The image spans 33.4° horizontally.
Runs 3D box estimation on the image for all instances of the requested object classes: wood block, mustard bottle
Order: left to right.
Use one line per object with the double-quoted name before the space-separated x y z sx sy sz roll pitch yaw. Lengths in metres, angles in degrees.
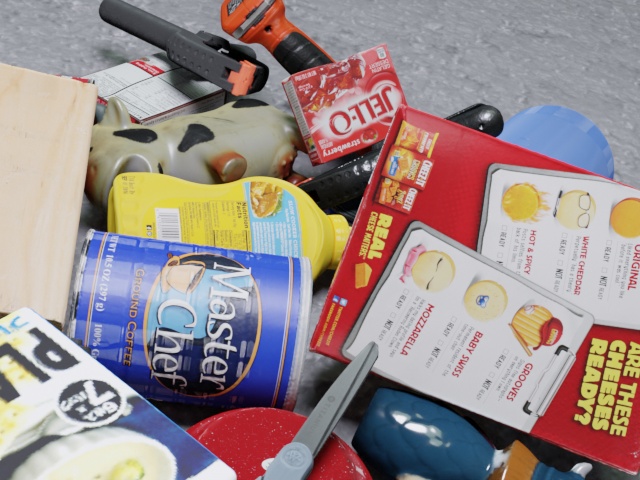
"wood block" -0.204 -0.011 0.692 0.090 0.091 0.206 11 46 -15
"mustard bottle" -0.055 0.001 0.776 0.191 0.058 0.096 0 71 -18

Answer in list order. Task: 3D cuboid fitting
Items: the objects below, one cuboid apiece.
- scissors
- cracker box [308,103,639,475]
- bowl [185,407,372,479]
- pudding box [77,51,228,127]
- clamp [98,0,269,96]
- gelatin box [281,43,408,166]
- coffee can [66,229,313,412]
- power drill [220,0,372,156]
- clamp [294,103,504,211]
"scissors" -0.005 0.133 0.554 0.096 0.016 0.201 37 54 27
"cracker box" 0.120 0.027 0.669 0.214 0.164 0.072 20 7 4
"bowl" -0.030 0.146 0.601 0.162 0.055 0.162 9 35 -6
"pudding box" -0.152 -0.125 0.955 0.090 0.039 0.113 33 41 26
"clamp" -0.095 -0.167 0.969 0.164 0.036 0.210 12 16 -35
"gelatin box" 0.023 -0.108 0.848 0.089 0.073 0.030 -21 4 -19
"coffee can" -0.082 0.052 0.674 0.140 0.103 0.103 8 35 -6
"power drill" -0.003 -0.156 0.943 0.187 0.057 0.184 40 11 -19
"clamp" 0.064 -0.066 0.823 0.172 0.039 0.120 -20 0 17
